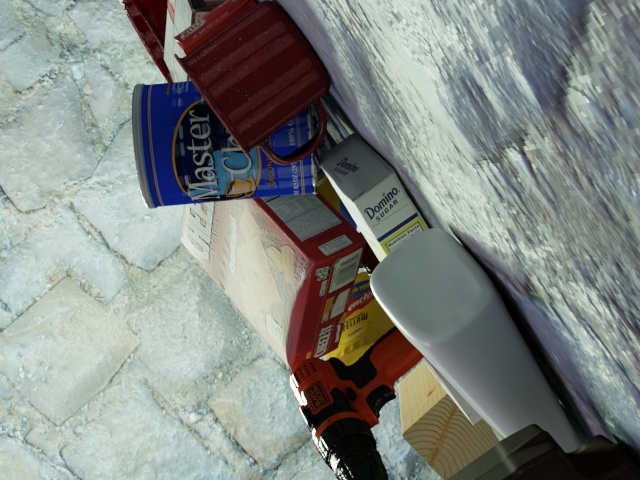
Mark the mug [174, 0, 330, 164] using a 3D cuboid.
[{"bbox_3d":[-0.040,-0.111,0.779,0.117,0.081,0.093,54,179,-12],"label":"mug"}]

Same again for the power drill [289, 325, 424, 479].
[{"bbox_3d":[0.070,0.132,0.975,0.057,0.187,0.184,56,180,-36],"label":"power drill"}]

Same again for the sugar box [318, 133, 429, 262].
[{"bbox_3d":[0.066,0.005,0.853,0.176,0.048,0.093,53,180,-29],"label":"sugar box"}]

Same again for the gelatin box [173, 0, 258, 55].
[{"bbox_3d":[-0.072,-0.160,0.904,0.030,0.073,0.089,54,180,36],"label":"gelatin box"}]

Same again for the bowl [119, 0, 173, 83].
[{"bbox_3d":[-0.158,-0.223,1.124,0.162,0.055,0.162,56,173,10],"label":"bowl"}]

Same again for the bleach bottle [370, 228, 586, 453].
[{"bbox_3d":[0.131,0.105,0.770,0.250,0.068,0.103,51,-179,-38],"label":"bleach bottle"}]

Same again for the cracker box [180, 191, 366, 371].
[{"bbox_3d":[-0.057,0.001,1.081,0.214,0.072,0.164,46,144,29],"label":"cracker box"}]

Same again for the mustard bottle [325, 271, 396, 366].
[{"bbox_3d":[0.052,0.090,1.195,0.058,0.096,0.191,51,-161,-22],"label":"mustard bottle"}]

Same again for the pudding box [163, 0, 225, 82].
[{"bbox_3d":[-0.111,-0.182,0.955,0.114,0.039,0.090,101,154,-43],"label":"pudding box"}]

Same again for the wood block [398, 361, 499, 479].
[{"bbox_3d":[0.157,0.207,1.308,0.090,0.091,0.206,46,-172,-4],"label":"wood block"}]

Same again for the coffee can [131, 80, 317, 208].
[{"bbox_3d":[-0.076,-0.083,0.874,0.103,0.140,0.103,174,91,-89],"label":"coffee can"}]
